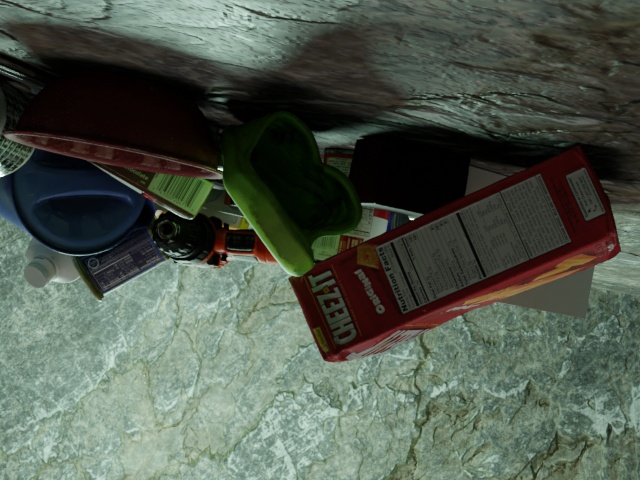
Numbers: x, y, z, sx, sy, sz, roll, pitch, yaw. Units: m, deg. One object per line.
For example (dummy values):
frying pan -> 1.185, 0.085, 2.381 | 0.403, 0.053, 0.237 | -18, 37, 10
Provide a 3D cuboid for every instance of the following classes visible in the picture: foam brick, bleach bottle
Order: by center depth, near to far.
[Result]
foam brick -> 0.067, -0.047, 0.825 | 0.078, 0.053, 0.051 | 10, 178, -24
bleach bottle -> -0.253, -0.017, 1.249 | 0.103, 0.068, 0.250 | 20, -144, 14

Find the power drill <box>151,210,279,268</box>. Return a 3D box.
power drill -> -0.057, 0.001, 1.030 | 0.188, 0.057, 0.184 | 4, 177, 9

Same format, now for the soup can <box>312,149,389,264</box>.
soup can -> 0.027, -0.024, 0.944 | 0.068, 0.102, 0.068 | 10, 178, 0

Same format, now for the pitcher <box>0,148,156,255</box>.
pitcher -> -0.278, -0.071, 1.049 | 0.144, 0.149, 0.243 | -25, -161, -26

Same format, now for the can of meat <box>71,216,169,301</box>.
can of meat -> -0.204, 0.004, 1.082 | 0.084, 0.057, 0.102 | -29, -151, -2

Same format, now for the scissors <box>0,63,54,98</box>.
scissors -> -0.222, -0.119, 0.829 | 0.096, 0.016, 0.201 | 9, 177, 33

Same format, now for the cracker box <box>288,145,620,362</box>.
cracker box -> 0.104, 0.017, 0.766 | 0.214, 0.072, 0.164 | -25, 169, 12

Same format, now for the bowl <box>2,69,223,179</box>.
bowl -> -0.143, -0.086, 0.773 | 0.162, 0.055, 0.162 | 10, 178, 0

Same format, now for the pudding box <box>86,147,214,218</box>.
pudding box -> -0.150, -0.061, 0.905 | 0.113, 0.039, 0.090 | 32, 177, -12
